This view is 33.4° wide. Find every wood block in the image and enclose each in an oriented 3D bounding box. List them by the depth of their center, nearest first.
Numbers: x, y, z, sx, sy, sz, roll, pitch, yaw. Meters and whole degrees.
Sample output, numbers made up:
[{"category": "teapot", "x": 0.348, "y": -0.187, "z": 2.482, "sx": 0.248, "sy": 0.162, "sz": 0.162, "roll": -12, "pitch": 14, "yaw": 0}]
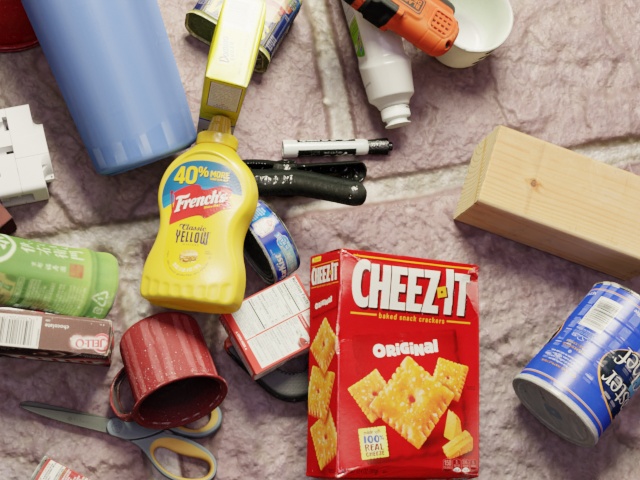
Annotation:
[{"category": "wood block", "x": 0.262, "y": -0.038, "z": 1.139, "sx": 0.206, "sy": 0.090, "sz": 0.091, "roll": 20, "pitch": 76, "yaw": -5}]

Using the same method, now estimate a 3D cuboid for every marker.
[{"category": "marker", "x": 0.019, "y": -0.100, "z": 1.149, "sx": 0.121, "sy": 0.020, "sz": 0.020, "roll": -2, "pitch": 78, "yaw": -10}]

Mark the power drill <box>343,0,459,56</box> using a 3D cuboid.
[{"category": "power drill", "x": 0.087, "y": -0.305, "z": 1.094, "sx": 0.184, "sy": 0.057, "sz": 0.187, "roll": 32, "pitch": 73, "yaw": -14}]

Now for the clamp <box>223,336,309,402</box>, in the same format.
[{"category": "clamp", "x": 0.008, "y": 0.113, "z": 1.090, "sx": 0.210, "sy": 0.036, "sz": 0.164, "roll": 17, "pitch": 75, "yaw": -5}]

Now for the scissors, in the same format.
[{"category": "scissors", "x": -0.185, "y": 0.171, "z": 1.056, "sx": 0.201, "sy": 0.016, "sz": 0.096, "roll": 30, "pitch": 73, "yaw": -2}]

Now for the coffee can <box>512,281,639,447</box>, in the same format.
[{"category": "coffee can", "x": 0.281, "y": 0.127, "z": 1.098, "sx": 0.103, "sy": 0.103, "sz": 0.140, "roll": 43, "pitch": 74, "yaw": 2}]

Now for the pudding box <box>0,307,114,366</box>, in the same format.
[{"category": "pudding box", "x": -0.255, "y": 0.095, "z": 1.023, "sx": 0.113, "sy": 0.090, "sz": 0.039, "roll": 8, "pitch": 75, "yaw": -7}]

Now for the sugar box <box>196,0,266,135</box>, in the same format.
[{"category": "sugar box", "x": -0.092, "y": -0.167, "z": 1.064, "sx": 0.048, "sy": 0.176, "sz": 0.093, "roll": 15, "pitch": 74, "yaw": -9}]

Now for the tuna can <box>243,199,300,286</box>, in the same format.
[{"category": "tuna can", "x": -0.057, "y": 0.001, "z": 1.079, "sx": 0.033, "sy": 0.086, "sz": 0.086, "roll": -32, "pitch": 84, "yaw": -17}]

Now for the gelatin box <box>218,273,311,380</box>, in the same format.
[{"category": "gelatin box", "x": -0.045, "y": 0.085, "z": 1.055, "sx": 0.089, "sy": 0.030, "sz": 0.073, "roll": -26, "pitch": 76, "yaw": -19}]

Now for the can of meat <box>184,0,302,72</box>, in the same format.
[{"category": "can of meat", "x": -0.081, "y": -0.244, "z": 1.146, "sx": 0.102, "sy": 0.057, "sz": 0.084, "roll": 30, "pitch": 72, "yaw": -2}]

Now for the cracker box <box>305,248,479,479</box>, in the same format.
[{"category": "cracker box", "x": 0.073, "y": 0.123, "z": 1.034, "sx": 0.164, "sy": 0.072, "sz": 0.214, "roll": 7, "pitch": 79, "yaw": -28}]

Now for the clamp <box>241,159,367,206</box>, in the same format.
[{"category": "clamp", "x": -0.029, "y": -0.066, "z": 1.108, "sx": 0.171, "sy": 0.120, "sz": 0.039, "roll": 8, "pitch": 101, "yaw": 10}]

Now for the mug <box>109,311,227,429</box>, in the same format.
[{"category": "mug", "x": -0.155, "y": 0.129, "z": 1.031, "sx": 0.117, "sy": 0.093, "sz": 0.081, "roll": -34, "pitch": 55, "yaw": 14}]

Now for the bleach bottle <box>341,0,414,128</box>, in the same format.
[{"category": "bleach bottle", "x": 0.056, "y": -0.244, "z": 1.157, "sx": 0.068, "sy": 0.102, "sz": 0.251, "roll": -12, "pitch": 86, "yaw": -1}]

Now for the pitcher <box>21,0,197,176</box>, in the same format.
[{"category": "pitcher", "x": -0.207, "y": -0.195, "z": 1.064, "sx": 0.149, "sy": 0.145, "sz": 0.243, "roll": -23, "pitch": 100, "yaw": -26}]

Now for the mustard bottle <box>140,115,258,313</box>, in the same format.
[{"category": "mustard bottle", "x": -0.110, "y": -0.029, "z": 1.028, "sx": 0.096, "sy": 0.058, "sz": 0.191, "roll": 4, "pitch": 74, "yaw": 14}]
